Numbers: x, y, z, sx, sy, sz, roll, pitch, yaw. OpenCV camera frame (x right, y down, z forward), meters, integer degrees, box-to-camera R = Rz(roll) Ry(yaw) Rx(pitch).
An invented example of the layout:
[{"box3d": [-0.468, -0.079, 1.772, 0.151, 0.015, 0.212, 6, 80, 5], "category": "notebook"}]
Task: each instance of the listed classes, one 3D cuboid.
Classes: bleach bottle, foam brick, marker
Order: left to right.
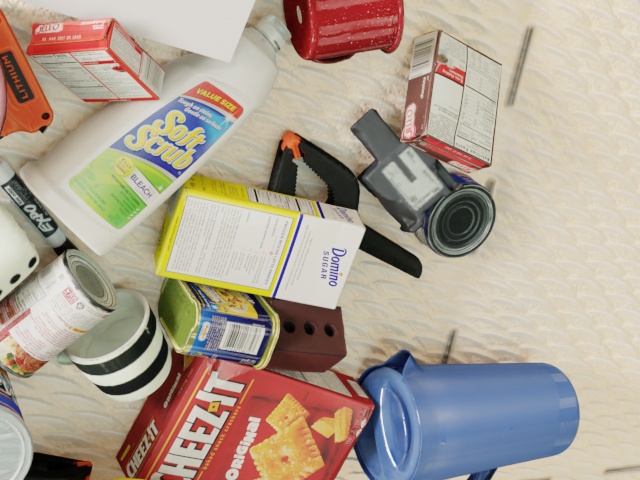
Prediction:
[{"box3d": [-0.244, -0.021, 0.920, 0.020, 0.020, 0.121, -37, 125, -7], "category": "marker"}, {"box3d": [-0.129, -0.106, 0.913, 0.251, 0.068, 0.102, -44, 125, -5], "category": "bleach bottle"}, {"box3d": [-0.021, 0.093, 1.024, 0.078, 0.053, 0.051, 7, 151, -27], "category": "foam brick"}]

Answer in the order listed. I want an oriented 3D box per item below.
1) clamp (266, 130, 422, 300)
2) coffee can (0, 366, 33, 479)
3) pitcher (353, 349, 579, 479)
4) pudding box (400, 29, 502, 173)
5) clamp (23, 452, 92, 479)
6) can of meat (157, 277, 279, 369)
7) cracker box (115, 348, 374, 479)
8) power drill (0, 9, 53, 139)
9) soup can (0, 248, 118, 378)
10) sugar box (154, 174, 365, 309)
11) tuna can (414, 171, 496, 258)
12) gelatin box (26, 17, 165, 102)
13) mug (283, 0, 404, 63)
[{"box3d": [0.012, -0.014, 1.041, 0.164, 0.036, 0.210, -19, 120, -10], "category": "clamp"}, {"box3d": [-0.307, 0.146, 0.896, 0.102, 0.140, 0.103, -11, 118, -22], "category": "coffee can"}, {"box3d": [0.162, 0.206, 1.176, 0.242, 0.145, 0.149, 0, 145, -30], "category": "pitcher"}, {"box3d": [0.126, -0.131, 1.013, 0.089, 0.039, 0.113, 21, 71, -34], "category": "pudding box"}, {"box3d": [-0.280, 0.219, 0.965, 0.171, 0.120, 0.039, 8, 103, -34], "category": "clamp"}, {"box3d": [-0.097, 0.072, 0.992, 0.083, 0.102, 0.057, 13, 107, -29], "category": "can of meat"}, {"box3d": [-0.072, 0.195, 1.083, 0.213, 0.072, 0.164, 22, 102, -32], "category": "cracker box"}, {"box3d": [-0.317, -0.110, 0.819, 0.187, 0.057, 0.184, -29, 123, -10], "category": "power drill"}, {"box3d": [-0.235, 0.063, 0.923, 0.102, 0.068, 0.068, -37, 126, 10], "category": "soup can"}, {"box3d": [-0.057, 0.001, 0.986, 0.176, 0.048, 0.093, 12, 116, -19], "category": "sugar box"}, {"box3d": [0.139, -0.025, 1.105, 0.086, 0.034, 0.086, -11, 118, -22], "category": "tuna can"}, {"box3d": [-0.176, -0.142, 0.845, 0.089, 0.073, 0.030, 45, 49, -61], "category": "gelatin box"}, {"box3d": [0.015, -0.196, 0.934, 0.081, 0.093, 0.117, -13, 155, -16], "category": "mug"}]
